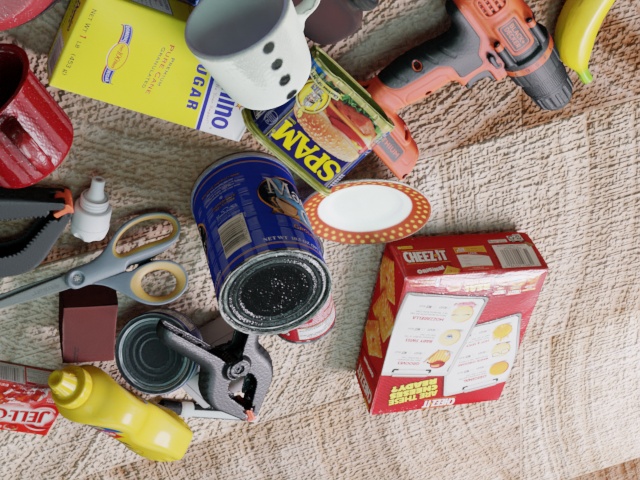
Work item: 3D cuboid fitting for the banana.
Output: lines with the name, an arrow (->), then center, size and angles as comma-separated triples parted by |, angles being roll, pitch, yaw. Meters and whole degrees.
banana -> 0.262, -0.229, 0.952 | 0.069, 0.037, 0.198 | -5, 136, -40

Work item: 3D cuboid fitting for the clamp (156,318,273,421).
clamp -> -0.098, 0.117, 1.048 | 0.120, 0.039, 0.171 | -14, 125, -17

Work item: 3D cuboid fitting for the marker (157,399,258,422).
marker -> -0.128, 0.192, 1.206 | 0.121, 0.020, 0.020 | 9, 127, -26

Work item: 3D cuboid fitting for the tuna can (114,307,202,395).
tuna can -> -0.163, 0.112, 1.076 | 0.086, 0.033, 0.086 | 1, 94, 8

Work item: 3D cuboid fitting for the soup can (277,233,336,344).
soup can -> -0.023, 0.047, 1.077 | 0.068, 0.068, 0.102 | -15, 134, -6

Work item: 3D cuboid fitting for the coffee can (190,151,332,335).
coffee can -> -0.056, 0.001, 0.972 | 0.102, 0.140, 0.103 | -10, 133, -11

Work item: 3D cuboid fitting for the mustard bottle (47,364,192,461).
mustard bottle -> -0.213, 0.170, 1.083 | 0.058, 0.096, 0.191 | -63, 148, -14

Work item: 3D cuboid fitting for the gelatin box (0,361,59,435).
gelatin box -> -0.313, 0.165, 1.108 | 0.089, 0.030, 0.073 | 16, 124, -30

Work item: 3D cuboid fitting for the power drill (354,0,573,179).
power drill -> 0.123, -0.140, 0.969 | 0.188, 0.057, 0.184 | -37, 129, 12

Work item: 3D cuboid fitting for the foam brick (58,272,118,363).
foam brick -> -0.228, 0.075, 1.041 | 0.053, 0.051, 0.078 | -1, 131, -18

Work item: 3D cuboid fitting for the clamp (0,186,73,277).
clamp -> -0.321, 0.002, 0.951 | 0.210, 0.036, 0.164 | -30, 131, 8

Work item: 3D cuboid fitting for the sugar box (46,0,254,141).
sugar box -> -0.126, -0.148, 0.878 | 0.176, 0.048, 0.093 | 15, 124, -29

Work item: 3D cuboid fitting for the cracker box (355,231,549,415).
cracker box -> 0.137, 0.091, 1.173 | 0.164, 0.072, 0.214 | -4, 133, -16

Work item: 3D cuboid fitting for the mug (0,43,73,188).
mug -> -0.244, -0.090, 0.844 | 0.093, 0.117, 0.081 | -43, 140, -10

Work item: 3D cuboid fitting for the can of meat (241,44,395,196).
can of meat -> 0.000, -0.101, 0.894 | 0.084, 0.057, 0.102 | -43, 119, 15

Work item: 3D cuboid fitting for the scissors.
scissors -> -0.210, 0.047, 0.992 | 0.201, 0.016, 0.096 | -34, 102, -12
